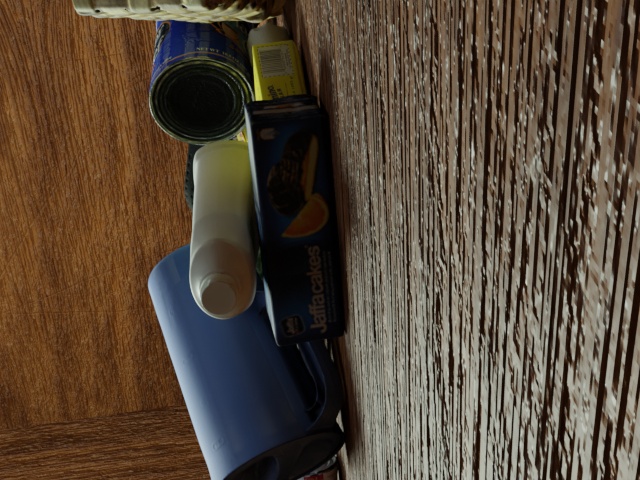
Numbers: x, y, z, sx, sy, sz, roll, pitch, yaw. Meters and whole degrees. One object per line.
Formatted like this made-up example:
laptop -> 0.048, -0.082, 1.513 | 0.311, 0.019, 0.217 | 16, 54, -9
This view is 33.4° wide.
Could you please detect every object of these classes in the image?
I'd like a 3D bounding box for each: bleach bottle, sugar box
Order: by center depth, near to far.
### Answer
bleach bottle -> -0.084, -0.007, 0.941 | 0.251, 0.068, 0.102 | -96, -1, -69
sugar box -> -0.036, -0.099, 1.009 | 0.176, 0.048, 0.093 | 96, 165, -63

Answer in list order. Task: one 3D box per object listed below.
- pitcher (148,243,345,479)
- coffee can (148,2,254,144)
pitcher -> -0.075, 0.115, 1.045 | 0.145, 0.149, 0.243 | 76, 169, -64
coffee can -> -0.118, -0.179, 1.077 | 0.140, 0.103, 0.103 | -95, 2, -48
